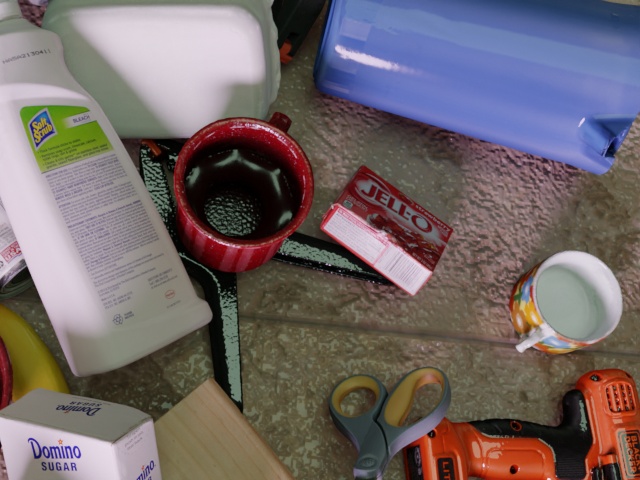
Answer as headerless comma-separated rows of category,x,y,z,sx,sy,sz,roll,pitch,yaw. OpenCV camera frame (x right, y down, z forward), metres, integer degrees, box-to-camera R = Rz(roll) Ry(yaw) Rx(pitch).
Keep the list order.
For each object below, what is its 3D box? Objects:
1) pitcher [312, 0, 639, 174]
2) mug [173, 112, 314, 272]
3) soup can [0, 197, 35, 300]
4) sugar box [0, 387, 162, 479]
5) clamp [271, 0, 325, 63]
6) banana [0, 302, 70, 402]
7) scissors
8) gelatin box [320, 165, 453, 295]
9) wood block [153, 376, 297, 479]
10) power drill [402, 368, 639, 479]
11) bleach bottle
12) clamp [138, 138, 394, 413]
pitcher,0.123,-0.147,0.830,0.242,0.149,0.145,13,88,-4
mug,-0.052,-0.037,0.739,0.093,0.082,0.117,25,69,-2
soup can,-0.230,-0.017,0.746,0.068,0.069,0.102,-38,85,-18
sugar box,-0.138,0.182,0.655,0.093,0.048,0.176,7,110,28
clamp,-0.015,-0.227,0.831,0.039,0.120,0.171,10,75,-40
banana,-0.198,0.133,0.726,0.069,0.037,0.198,-3,75,-12
scissors,0.020,0.146,0.719,0.201,0.096,0.016,-43,128,-43
gelatin box,0.050,-0.010,0.799,0.089,0.030,0.073,36,33,-1
wood block,-0.045,0.202,0.709,0.090,0.091,0.206,-39,85,-18
power drill,0.159,0.190,0.772,0.187,0.057,0.184,-2,71,-15
bleach bottle,-0.163,-0.043,0.705,0.102,0.068,0.251,-26,97,-46
clamp,-0.055,0.001,0.791,0.164,0.036,0.210,-32,83,-18
